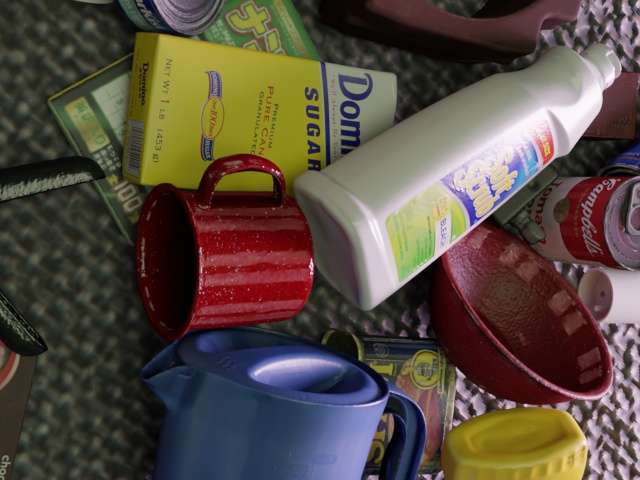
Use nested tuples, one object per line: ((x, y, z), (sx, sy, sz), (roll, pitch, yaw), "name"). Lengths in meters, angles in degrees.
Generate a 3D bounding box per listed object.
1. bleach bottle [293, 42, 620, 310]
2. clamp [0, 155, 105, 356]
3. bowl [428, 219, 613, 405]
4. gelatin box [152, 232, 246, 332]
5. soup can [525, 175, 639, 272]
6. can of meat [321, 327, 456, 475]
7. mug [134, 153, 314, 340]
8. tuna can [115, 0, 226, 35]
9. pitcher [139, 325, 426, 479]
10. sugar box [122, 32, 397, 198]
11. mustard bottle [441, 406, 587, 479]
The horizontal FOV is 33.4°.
((0.102, -0.062, 0.703), (0.250, 0.068, 0.102), (-36, 142, -18), "bleach bottle")
((-0.211, -0.020, 0.611), (0.171, 0.039, 0.120), (28, 80, -14), "clamp")
((0.130, 0.060, 0.757), (0.162, 0.162, 0.055), (29, 122, -23), "bowl")
((-0.063, 0.021, 0.710), (0.089, 0.030, 0.073), (-26, 102, -21), "gelatin box")
((0.204, -0.014, 0.788), (0.068, 0.102, 0.068), (-2, 94, -24), "soup can")
((0.045, 0.115, 0.750), (0.083, 0.058, 0.102), (6, 91, -27), "can of meat")
((-0.054, 0.001, 0.640), (0.081, 0.093, 0.117), (-2, 121, -32), "mug")
((-0.093, -0.171, 0.661), (0.086, 0.034, 0.086), (-21, 115, -56), "tuna can")
((-0.040, 0.183, 0.663), (0.144, 0.149, 0.243), (-11, 117, -67), "pitcher")
((-0.036, -0.075, 0.689), (0.175, 0.048, 0.093), (3, 99, -29), "sugar box")
((0.134, 0.209, 0.770), (0.096, 0.058, 0.192), (-9, 124, -11), "mustard bottle")
